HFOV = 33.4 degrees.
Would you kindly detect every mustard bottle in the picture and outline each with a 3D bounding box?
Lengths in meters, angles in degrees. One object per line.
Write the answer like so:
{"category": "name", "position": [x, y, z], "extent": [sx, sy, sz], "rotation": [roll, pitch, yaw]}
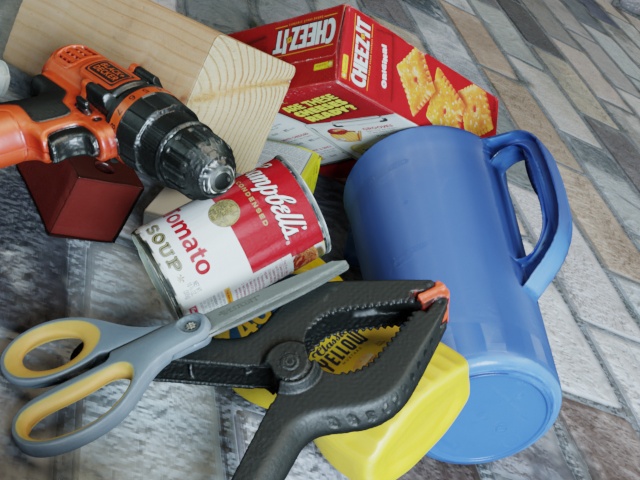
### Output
{"category": "mustard bottle", "position": [-0.009, 0.067, 0.662], "extent": [0.192, 0.058, 0.096], "rotation": [31, 59, 34]}

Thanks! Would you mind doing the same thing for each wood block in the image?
{"category": "wood block", "position": [-0.133, -0.134, 0.799], "extent": [0.206, 0.090, 0.090], "rotation": [30, 10, 35]}

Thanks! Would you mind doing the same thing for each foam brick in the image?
{"category": "foam brick", "position": [-0.164, -0.043, 0.725], "extent": [0.052, 0.051, 0.078], "rotation": [7, 35, -41]}

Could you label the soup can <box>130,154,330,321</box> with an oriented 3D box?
{"category": "soup can", "position": [-0.054, 0.001, 0.644], "extent": [0.102, 0.068, 0.069], "rotation": [-28, 54, -13]}

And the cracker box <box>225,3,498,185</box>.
{"category": "cracker box", "position": [0.022, -0.113, 0.881], "extent": [0.213, 0.164, 0.072], "rotation": [21, 70, -47]}

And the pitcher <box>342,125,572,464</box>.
{"category": "pitcher", "position": [0.102, 0.030, 0.769], "extent": [0.145, 0.149, 0.243], "rotation": [1, 41, -8]}

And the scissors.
{"category": "scissors", "position": [-0.088, 0.045, 0.587], "extent": [0.201, 0.016, 0.096], "rotation": [-35, 48, -28]}

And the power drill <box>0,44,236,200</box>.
{"category": "power drill", "position": [-0.165, -0.048, 0.624], "extent": [0.187, 0.057, 0.185], "rotation": [-24, 39, -32]}

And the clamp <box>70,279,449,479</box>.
{"category": "clamp", "position": [-0.015, 0.085, 0.577], "extent": [0.209, 0.036, 0.165], "rotation": [-20, 53, -12]}

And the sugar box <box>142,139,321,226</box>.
{"category": "sugar box", "position": [-0.062, -0.028, 0.795], "extent": [0.093, 0.048, 0.176], "rotation": [13, 28, 6]}
